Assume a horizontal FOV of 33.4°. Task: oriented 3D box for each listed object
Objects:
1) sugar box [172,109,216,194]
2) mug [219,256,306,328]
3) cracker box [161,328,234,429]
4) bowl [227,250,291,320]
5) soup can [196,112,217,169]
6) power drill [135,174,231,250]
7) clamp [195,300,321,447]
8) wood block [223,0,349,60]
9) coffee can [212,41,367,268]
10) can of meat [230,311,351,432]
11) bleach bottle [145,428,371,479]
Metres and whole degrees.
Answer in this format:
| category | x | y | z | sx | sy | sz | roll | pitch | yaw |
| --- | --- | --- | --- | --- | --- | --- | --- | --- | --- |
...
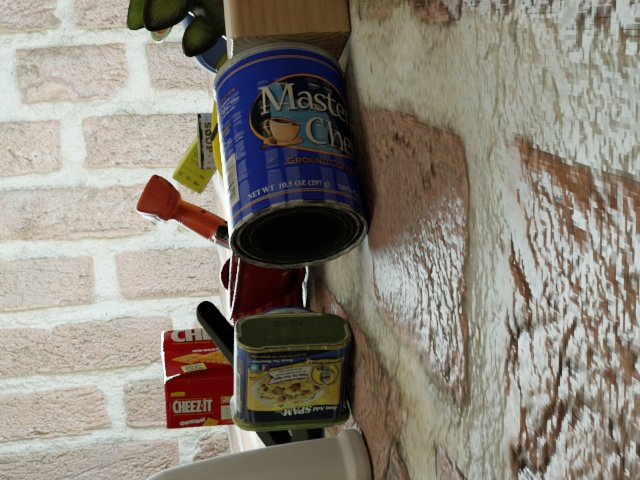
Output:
| category | x | y | z | sx | sy | sz | roll | pitch | yaw |
| --- | --- | --- | --- | --- | --- | --- | --- | --- | --- |
| sugar box | -0.124 | -0.143 | 1.346 | 0.176 | 0.048 | 0.093 | -60 | 10 | 0 |
| mug | -0.055 | 0.057 | 1.175 | 0.117 | 0.093 | 0.081 | -58 | -27 | -45 |
| cracker box | -0.121 | 0.169 | 1.375 | 0.214 | 0.164 | 0.072 | -126 | 35 | -75 |
| bowl | -0.057 | 0.001 | 1.061 | 0.162 | 0.055 | 0.162 | -175 | 90 | -83 |
| soup can | -0.093 | -0.120 | 1.261 | 0.068 | 0.102 | 0.068 | 176 | 90 | -82 |
| power drill | -0.136 | -0.016 | 1.340 | 0.057 | 0.187 | 0.184 | -61 | -1 | -5 |
| clamp | -0.041 | 0.155 | 1.108 | 0.165 | 0.036 | 0.210 | -7 | 108 | 46 |
| wood block | -0.036 | -0.246 | 0.847 | 0.091 | 0.090 | 0.206 | 127 | 138 | -79 |
| coffee can | -0.025 | -0.064 | 0.808 | 0.103 | 0.102 | 0.140 | 101 | 163 | -62 |
| can of meat | -0.025 | 0.109 | 0.901 | 0.057 | 0.102 | 0.084 | -107 | 18 | -60 |
| bleach bottle | -0.087 | 0.214 | 0.855 | 0.068 | 0.250 | 0.102 | -111 | 19 | -65 |
